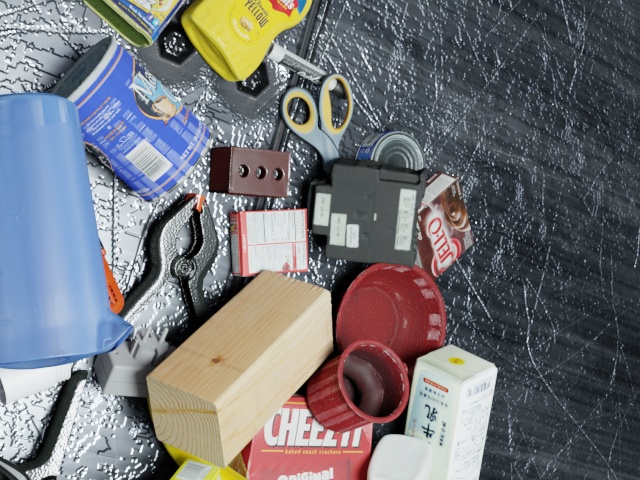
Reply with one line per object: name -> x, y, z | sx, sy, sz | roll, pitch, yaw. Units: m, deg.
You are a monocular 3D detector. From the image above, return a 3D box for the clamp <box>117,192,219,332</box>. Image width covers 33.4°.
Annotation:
clamp -> -0.147, 0.037, 1.157 | 0.120, 0.039, 0.171 | 26, 85, -37

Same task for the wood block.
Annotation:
wood block -> -0.079, 0.128, 1.122 | 0.205, 0.091, 0.090 | -42, 140, -43

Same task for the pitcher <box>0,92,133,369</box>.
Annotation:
pitcher -> -0.274, -0.004, 0.970 | 0.148, 0.145, 0.243 | -2, 82, -42

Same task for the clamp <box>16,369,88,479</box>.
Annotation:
clamp -> -0.274, 0.243, 1.078 | 0.209, 0.036, 0.164 | -30, 92, -22

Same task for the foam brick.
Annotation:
foam brick -> -0.078, -0.075, 1.187 | 0.078, 0.051, 0.053 | 2, 91, -32

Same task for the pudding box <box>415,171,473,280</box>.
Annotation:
pudding box -> 0.140, -0.015, 1.315 | 0.090, 0.039, 0.113 | -41, 132, -25

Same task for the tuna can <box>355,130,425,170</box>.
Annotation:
tuna can -> 0.086, -0.091, 1.300 | 0.085, 0.034, 0.086 | -1, 92, -32

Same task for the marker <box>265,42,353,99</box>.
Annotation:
marker -> -0.011, -0.196, 1.245 | 0.121, 0.020, 0.020 | 25, 79, -30

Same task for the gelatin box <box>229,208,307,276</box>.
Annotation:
gelatin box -> -0.058, 0.002, 1.216 | 0.089, 0.030, 0.073 | -4, 92, -32

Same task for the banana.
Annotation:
banana -> -0.117, 0.234, 1.141 | 0.070, 0.198, 0.037 | -60, 165, 22

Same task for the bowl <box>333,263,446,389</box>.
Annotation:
bowl -> 0.073, 0.102, 1.285 | 0.161, 0.055, 0.162 | -1, 92, -32

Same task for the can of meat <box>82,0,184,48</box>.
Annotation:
can of meat -> -0.193, -0.263, 1.107 | 0.102, 0.058, 0.084 | 41, 73, -26

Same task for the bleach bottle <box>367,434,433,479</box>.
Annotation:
bleach bottle -> 0.087, 0.363, 1.271 | 0.102, 0.068, 0.251 | -54, 150, -60

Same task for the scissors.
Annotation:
scissors -> -0.005, -0.097, 1.252 | 0.096, 0.016, 0.202 | 2, 101, -16

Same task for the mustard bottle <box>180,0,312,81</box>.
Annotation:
mustard bottle -> -0.062, -0.272, 1.187 | 0.191, 0.058, 0.096 | -50, 116, -21

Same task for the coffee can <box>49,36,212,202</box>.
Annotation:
coffee can -> -0.194, -0.121, 1.082 | 0.140, 0.103, 0.102 | 43, 70, -26

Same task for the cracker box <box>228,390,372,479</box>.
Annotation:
cracker box -> -0.027, 0.282, 1.219 | 0.163, 0.072, 0.214 | 8, 87, -33

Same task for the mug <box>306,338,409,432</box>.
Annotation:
mug -> 0.046, 0.161, 1.184 | 0.117, 0.082, 0.093 | -20, 81, -39
